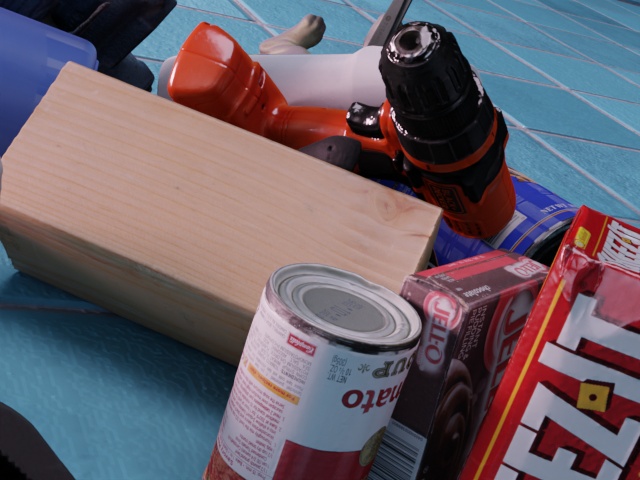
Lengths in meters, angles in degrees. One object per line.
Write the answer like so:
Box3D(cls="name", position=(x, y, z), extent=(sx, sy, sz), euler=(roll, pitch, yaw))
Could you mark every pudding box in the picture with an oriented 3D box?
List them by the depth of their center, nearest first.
Box3D(cls="pudding box", position=(0.062, 0.064, 0.495), extent=(0.039, 0.113, 0.089), euler=(29, 24, 31))

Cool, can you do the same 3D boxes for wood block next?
Box3D(cls="wood block", position=(-0.053, 0.001, 0.546), extent=(0.206, 0.090, 0.090), euler=(22, 65, 9))

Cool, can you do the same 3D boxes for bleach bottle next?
Box3D(cls="bleach bottle", position=(0.002, -0.100, 0.736), extent=(0.251, 0.068, 0.102), euler=(4, 2, 41))

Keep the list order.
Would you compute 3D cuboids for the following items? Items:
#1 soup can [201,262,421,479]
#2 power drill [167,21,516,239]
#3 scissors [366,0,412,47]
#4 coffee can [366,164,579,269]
Box3D(cls="soup can", position=(-0.005, 0.069, 0.447), extent=(0.068, 0.102, 0.068), euler=(16, 22, -7))
Box3D(cls="power drill", position=(0.011, -0.070, 0.594), extent=(0.188, 0.057, 0.184), euler=(17, -19, 26))
Box3D(cls="scissors", position=(0.041, -0.111, 0.812), extent=(0.096, 0.202, 0.016), euler=(44, 5, 24))
Box3D(cls="coffee can", position=(0.104, -0.003, 0.702), extent=(0.102, 0.103, 0.140), euler=(-2, 30, -41))
